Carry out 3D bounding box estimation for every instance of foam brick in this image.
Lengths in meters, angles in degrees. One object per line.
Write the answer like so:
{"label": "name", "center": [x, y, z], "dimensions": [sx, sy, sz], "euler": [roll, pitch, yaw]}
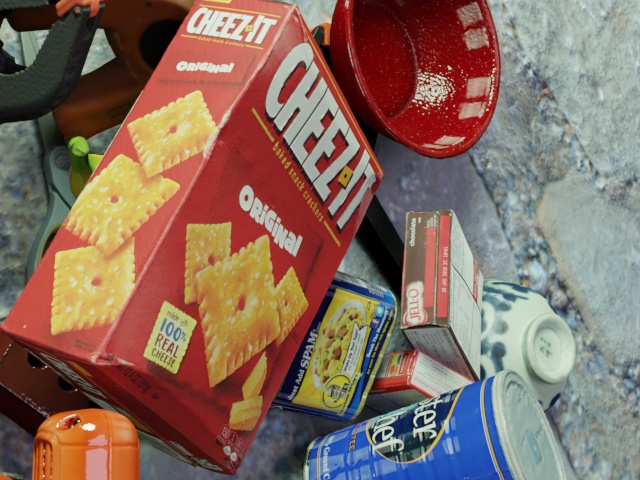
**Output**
{"label": "foam brick", "center": [-0.152, 0.081, 0.608], "dimensions": [0.078, 0.051, 0.053], "euler": [42, 59, -22]}

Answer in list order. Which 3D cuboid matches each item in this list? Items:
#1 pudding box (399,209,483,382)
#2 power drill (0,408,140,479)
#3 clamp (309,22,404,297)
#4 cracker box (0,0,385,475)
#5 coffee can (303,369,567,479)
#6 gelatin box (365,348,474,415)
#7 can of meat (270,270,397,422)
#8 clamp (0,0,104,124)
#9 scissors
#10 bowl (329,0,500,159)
{"label": "pudding box", "center": [0.087, 0.043, 0.758], "dimensions": [0.113, 0.039, 0.090], "euler": [54, 37, -55]}
{"label": "power drill", "center": [-0.141, 0.179, 0.511], "dimensions": [0.057, 0.188, 0.184], "euler": [11, 72, -36]}
{"label": "clamp", "center": [0.011, -0.048, 0.766], "dimensions": [0.164, 0.036, 0.210], "euler": [9, 79, -37]}
{"label": "cracker box", "center": [-0.054, 0.001, 0.582], "dimensions": [0.213, 0.072, 0.164], "euler": [-63, 148, -20]}
{"label": "coffee can", "center": [0.075, 0.153, 0.684], "dimensions": [0.102, 0.140, 0.103], "euler": [49, 28, -38]}
{"label": "gelatin box", "center": [0.072, 0.109, 0.754], "dimensions": [0.089, 0.073, 0.030], "euler": [31, 63, -27]}
{"label": "can of meat", "center": [-0.004, 0.065, 0.700], "dimensions": [0.083, 0.058, 0.102], "euler": [20, 93, -41]}
{"label": "clamp", "center": [-0.182, -0.081, 0.568], "dimensions": [0.120, 0.172, 0.039], "euler": [65, 24, -20]}
{"label": "scissors", "center": [-0.144, -0.038, 0.663], "dimensions": [0.096, 0.016, 0.202], "euler": [6, 77, -37]}
{"label": "bowl", "center": [0.058, -0.134, 0.759], "dimensions": [0.161, 0.055, 0.162], "euler": [7, 79, -42]}
